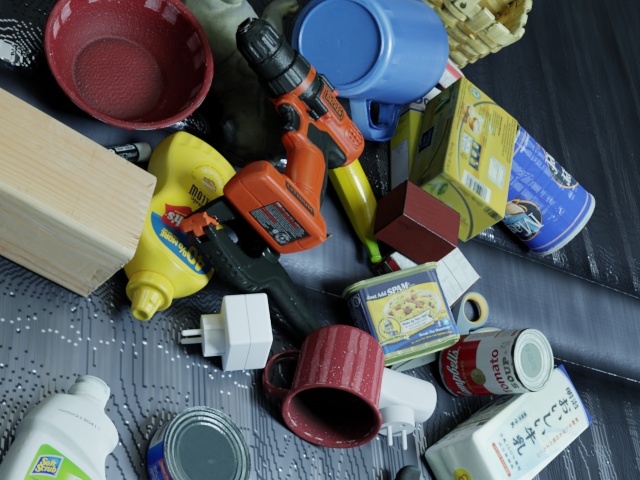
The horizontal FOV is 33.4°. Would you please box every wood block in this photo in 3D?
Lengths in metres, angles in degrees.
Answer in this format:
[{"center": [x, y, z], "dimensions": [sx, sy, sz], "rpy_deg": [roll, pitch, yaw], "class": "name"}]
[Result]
[{"center": [-0.250, -0.050, 0.871], "dimensions": [0.205, 0.090, 0.090], "rpy_deg": [31, 47, -24], "class": "wood block"}]

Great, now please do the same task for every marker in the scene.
[{"center": [-0.208, -0.075, 0.980], "dimensions": [0.120, 0.020, 0.020], "rpy_deg": [-15, 74, -47], "class": "marker"}]

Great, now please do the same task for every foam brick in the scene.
[{"center": [0.104, -0.017, 1.144], "dimensions": [0.078, 0.053, 0.051], "rpy_deg": [32, 46, -22], "class": "foam brick"}]

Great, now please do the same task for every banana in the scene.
[{"center": [0.027, -0.074, 1.149], "dimensions": [0.198, 0.037, 0.069], "rpy_deg": [64, 0, -16], "class": "banana"}]

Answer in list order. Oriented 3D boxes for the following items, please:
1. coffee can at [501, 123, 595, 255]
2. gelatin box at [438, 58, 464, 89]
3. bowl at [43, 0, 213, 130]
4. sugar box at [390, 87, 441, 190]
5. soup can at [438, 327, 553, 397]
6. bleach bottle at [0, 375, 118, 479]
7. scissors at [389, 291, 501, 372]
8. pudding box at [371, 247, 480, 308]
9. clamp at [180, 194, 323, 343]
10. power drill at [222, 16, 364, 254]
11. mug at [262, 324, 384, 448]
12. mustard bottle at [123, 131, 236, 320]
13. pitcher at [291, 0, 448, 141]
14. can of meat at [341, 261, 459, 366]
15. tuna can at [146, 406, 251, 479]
[{"center": [0.258, -0.064, 1.338], "dimensions": [0.140, 0.103, 0.102], "rpy_deg": [42, 43, -13], "class": "coffee can"}, {"center": [0.150, -0.227, 1.379], "dimensions": [0.073, 0.030, 0.089], "rpy_deg": [41, 15, -15], "class": "gelatin box"}, {"center": [-0.187, -0.168, 1.017], "dimensions": [0.161, 0.055, 0.162], "rpy_deg": [9, 67, -22], "class": "bowl"}, {"center": [0.131, -0.113, 1.297], "dimensions": [0.093, 0.048, 0.176], "rpy_deg": [25, 50, -29], "class": "sugar box"}, {"center": [0.185, 0.130, 1.127], "dimensions": [0.068, 0.102, 0.068], "rpy_deg": [10, 75, -40], "class": "soup can"}, {"center": [-0.196, 0.209, 0.769], "dimensions": [0.102, 0.068, 0.250], "rpy_deg": [35, 43, -21], "class": "bleach bottle"}, {"center": [0.139, 0.100, 1.182], "dimensions": [0.201, 0.016, 0.096], "rpy_deg": [6, 63, -41], "class": "scissors"}, {"center": [0.120, 0.037, 1.193], "dimensions": [0.090, 0.039, 0.113], "rpy_deg": [54, 43, 0], "class": "pudding box"}, {"center": [-0.057, 0.001, 1.008], "dimensions": [0.209, 0.036, 0.164], "rpy_deg": [34, 44, -50], "class": "clamp"}, {"center": [-0.032, -0.096, 0.998], "dimensions": [0.184, 0.057, 0.187], "rpy_deg": [47, 41, -31], "class": "power drill"}, {"center": [0.004, 0.132, 0.996], "dimensions": [0.117, 0.093, 0.081], "rpy_deg": [9, 43, 5], "class": "mug"}, {"center": [-0.134, -0.005, 0.971], "dimensions": [0.096, 0.058, 0.191], "rpy_deg": [46, 41, -29], "class": "mustard bottle"}, {"center": [0.055, -0.201, 1.170], "dimensions": [0.149, 0.145, 0.242], "rpy_deg": [51, 19, 5], "class": "pitcher"}, {"center": [0.084, 0.078, 1.096], "dimensions": [0.102, 0.057, 0.084], "rpy_deg": [-15, 75, -14], "class": "can of meat"}, {"center": [-0.102, 0.184, 0.893], "dimensions": [0.086, 0.034, 0.086], "rpy_deg": [23, 50, -30], "class": "tuna can"}]
